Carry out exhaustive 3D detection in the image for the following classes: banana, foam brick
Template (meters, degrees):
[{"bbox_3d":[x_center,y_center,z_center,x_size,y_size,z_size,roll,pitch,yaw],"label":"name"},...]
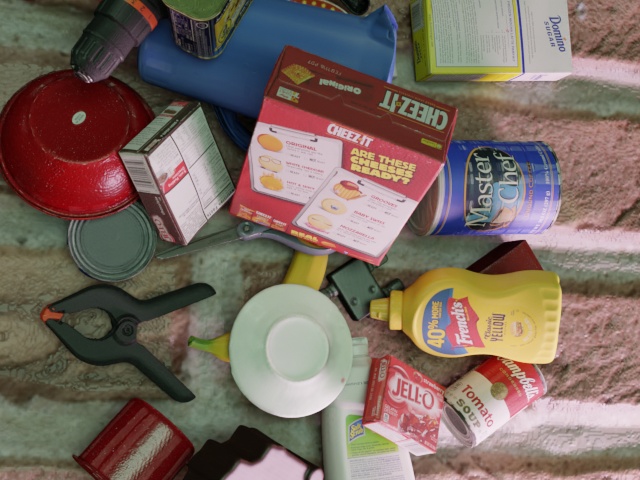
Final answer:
[{"bbox_3d":[-0.044,0.060,1.084,0.197,0.037,0.069,-46,112,-24],"label":"banana"},{"bbox_3d":[0.195,0.041,1.159,0.078,0.051,0.053,-33,96,-16],"label":"foam brick"}]

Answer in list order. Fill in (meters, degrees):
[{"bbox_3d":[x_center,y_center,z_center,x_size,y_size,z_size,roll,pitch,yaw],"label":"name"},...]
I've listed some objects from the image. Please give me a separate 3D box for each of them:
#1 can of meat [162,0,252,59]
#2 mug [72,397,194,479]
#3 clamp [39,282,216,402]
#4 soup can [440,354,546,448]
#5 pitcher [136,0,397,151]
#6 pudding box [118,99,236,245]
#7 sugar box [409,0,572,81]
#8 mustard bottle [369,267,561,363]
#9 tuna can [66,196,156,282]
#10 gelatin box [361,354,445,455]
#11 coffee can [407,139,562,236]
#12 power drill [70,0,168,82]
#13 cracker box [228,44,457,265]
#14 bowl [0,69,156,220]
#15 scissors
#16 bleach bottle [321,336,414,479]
[{"bbox_3d":[-0.096,-0.223,0.950,0.057,0.084,0.102,27,74,6],"label":"can of meat"},{"bbox_3d":[-0.165,0.212,1.016,0.117,0.093,0.081,39,71,6],"label":"mug"},{"bbox_3d":[-0.184,0.079,1.050,0.171,0.039,0.120,23,73,-21],"label":"clamp"},{"bbox_3d":[0.180,0.165,1.137,0.102,0.069,0.068,-34,96,-16],"label":"soup can"},{"bbox_3d":[-0.053,-0.168,1.052,0.243,0.145,0.149,15,77,-1],"label":"pitcher"},{"bbox_3d":[-0.136,-0.066,1.036,0.090,0.039,0.113,-51,137,-35],"label":"pudding box"},{"bbox_3d":[0.190,-0.224,1.182,0.176,0.048,0.093,-2,86,-21],"label":"sugar box"},{"bbox_3d":[0.147,0.075,1.098,0.191,0.058,0.096,3,119,6],"label":"mustard bottle"},{"bbox_3d":[-0.206,-0.002,1.051,0.086,0.034,0.086,1,85,-17],"label":"tuna can"},{"bbox_3d":[0.085,0.166,1.078,0.089,0.030,0.073,34,54,-32],"label":"gelatin box"},{"bbox_3d":[0.169,-0.056,1.132,0.140,0.103,0.103,-1,86,-17],"label":"coffee can"},{"bbox_3d":[-0.214,-0.242,0.998,0.188,0.057,0.184,26,73,32],"label":"power drill"},{"bbox_3d":[0.014,-0.072,0.993,0.164,0.214,0.072,20,61,-4],"label":"cracker box"},{"bbox_3d":[-0.230,-0.104,1.020,0.162,0.055,0.162,4,70,-12],"label":"bowl"},{"bbox_3d":[-0.057,0.001,1.072,0.201,0.016,0.096,-33,73,-25],"label":"scissors"},{"bbox_3d":[0.053,0.225,1.098,0.102,0.068,0.251,-2,83,-25],"label":"bleach bottle"}]
